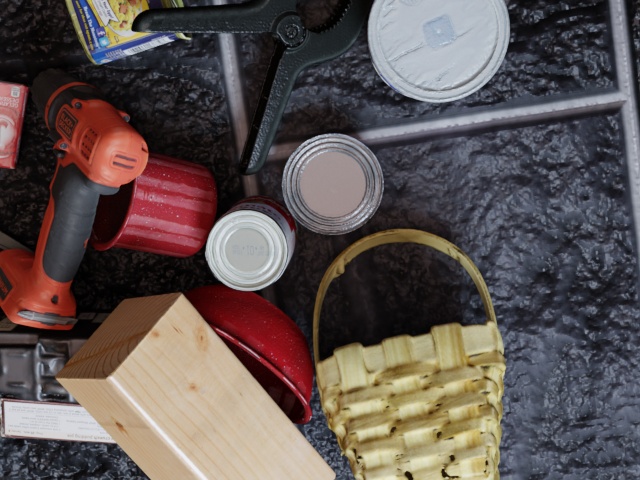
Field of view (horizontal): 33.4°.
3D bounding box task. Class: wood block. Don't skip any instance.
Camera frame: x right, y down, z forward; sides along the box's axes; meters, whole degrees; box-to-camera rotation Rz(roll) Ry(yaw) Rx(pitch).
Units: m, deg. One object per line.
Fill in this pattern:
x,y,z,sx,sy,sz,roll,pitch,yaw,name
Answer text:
-0.095,0.148,0.838,0.206,0.091,0.090,52,56,-21,wood block

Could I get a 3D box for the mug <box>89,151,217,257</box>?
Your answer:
-0.145,-0.025,0.890,0.081,0.093,0.117,12,142,-35,mug

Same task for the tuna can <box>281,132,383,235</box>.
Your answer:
0.011,-0.049,0.910,0.086,0.033,0.086,0,98,3,tuna can

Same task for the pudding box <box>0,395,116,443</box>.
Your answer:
-0.207,0.142,0.920,0.113,0.090,0.039,1,99,3,pudding box

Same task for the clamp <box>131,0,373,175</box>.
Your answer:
-0.039,-0.176,0.870,0.210,0.036,0.164,-45,119,-1,clamp

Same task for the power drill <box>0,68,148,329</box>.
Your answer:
-0.216,-0.037,0.869,0.057,0.185,0.188,11,108,-36,power drill

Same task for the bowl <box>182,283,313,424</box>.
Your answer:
-0.063,0.085,0.892,0.162,0.162,0.055,36,67,-3,bowl

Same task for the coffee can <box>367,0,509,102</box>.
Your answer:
0.088,-0.161,0.837,0.103,0.140,0.103,0,98,3,coffee can

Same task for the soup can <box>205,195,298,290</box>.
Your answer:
-0.056,0.001,0.886,0.068,0.102,0.068,0,98,3,soup can

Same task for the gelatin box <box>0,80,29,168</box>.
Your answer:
-0.299,-0.104,0.911,0.089,0.030,0.073,9,98,-12,gelatin box

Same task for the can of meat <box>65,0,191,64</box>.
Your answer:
-0.164,-0.204,0.886,0.084,0.057,0.102,-17,97,7,can of meat
